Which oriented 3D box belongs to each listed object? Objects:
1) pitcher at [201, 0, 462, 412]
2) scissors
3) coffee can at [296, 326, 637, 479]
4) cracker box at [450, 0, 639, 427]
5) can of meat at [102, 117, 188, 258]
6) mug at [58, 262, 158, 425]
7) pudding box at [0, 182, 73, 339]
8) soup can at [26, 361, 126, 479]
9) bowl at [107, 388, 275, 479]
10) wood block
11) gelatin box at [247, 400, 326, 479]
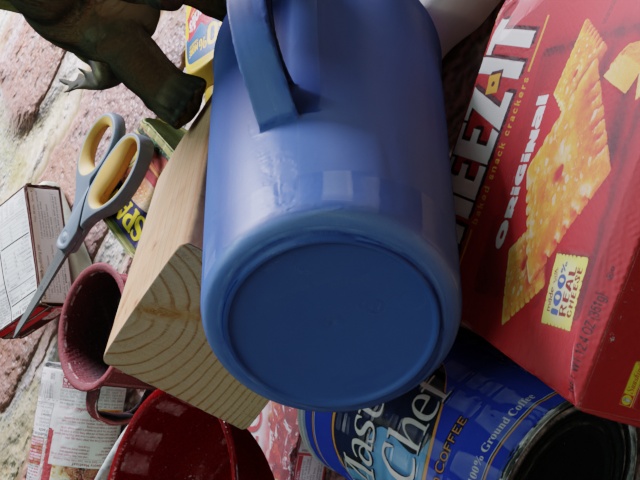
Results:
[{"bbox_3d":[0.000,-0.042,0.522,0.243,0.149,0.145,-90,24,-55],"label":"pitcher"},{"bbox_3d":[-0.195,-0.019,0.836,0.202,0.016,0.096,-45,47,26],"label":"scissors"},{"bbox_3d":[0.070,0.098,0.538,0.141,0.102,0.103,24,98,48],"label":"coffee can"},{"bbox_3d":[0.121,-0.026,0.474,0.214,0.072,0.164,-139,67,-73],"label":"cracker box"},{"bbox_3d":[-0.119,-0.036,0.817,0.102,0.057,0.084,46,112,44],"label":"can of meat"},{"bbox_3d":[-0.137,0.080,0.788,0.093,0.081,0.117,13,90,49],"label":"mug"},{"bbox_3d":[-0.255,0.019,0.921,0.090,0.039,0.113,-28,68,40],"label":"pudding box"},{"bbox_3d":[-0.191,0.150,0.841,0.069,0.068,0.102,-1,79,48],"label":"soup can"},{"bbox_3d":[-0.072,0.166,0.632,0.162,0.055,0.162,-27,55,48],"label":"bowl"},{"bbox_3d":[-0.054,0.000,0.642,0.090,0.090,0.206,-53,17,25],"label":"wood block"},{"bbox_3d":[-0.030,0.137,0.693,0.073,0.030,0.089,6,85,49],"label":"gelatin box"}]
